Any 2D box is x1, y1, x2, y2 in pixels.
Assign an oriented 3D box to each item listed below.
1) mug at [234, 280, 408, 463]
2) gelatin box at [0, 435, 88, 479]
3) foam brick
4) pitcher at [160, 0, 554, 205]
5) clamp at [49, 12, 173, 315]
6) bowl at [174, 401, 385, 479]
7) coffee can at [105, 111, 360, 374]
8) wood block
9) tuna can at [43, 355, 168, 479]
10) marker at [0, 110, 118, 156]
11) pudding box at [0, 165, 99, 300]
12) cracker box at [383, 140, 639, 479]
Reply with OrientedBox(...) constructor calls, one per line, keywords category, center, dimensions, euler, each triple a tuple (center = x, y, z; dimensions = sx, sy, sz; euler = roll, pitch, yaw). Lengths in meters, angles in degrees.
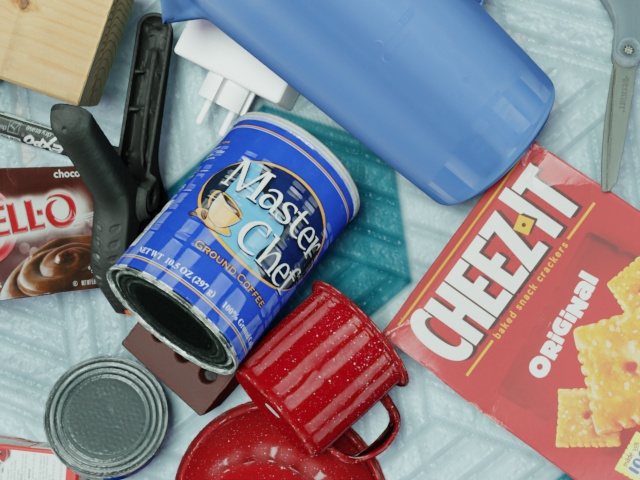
OrientedBox(category="mug", center=(0.005, 0.097, 0.707), dimensions=(0.081, 0.093, 0.117), euler=(-41, 103, -15))
OrientedBox(category="gelatin box", center=(-0.217, 0.184, 0.786), dimensions=(0.089, 0.030, 0.073), euler=(4, 92, 9))
OrientedBox(category="foam brick", center=(-0.089, 0.077, 0.752), dimensions=(0.078, 0.051, 0.053), euler=(40, 97, 7))
OrientedBox(category="pitcher", center=(0.035, -0.144, 0.668), dimensions=(0.242, 0.144, 0.149), euler=(40, 139, -12))
OrientedBox(category="clamp", center=(-0.128, -0.041, 0.728), dimensions=(0.036, 0.164, 0.210), euler=(8, 130, 10))
OrientedBox(category="bowl", center=(-0.034, 0.193, 0.741), dimensions=(0.162, 0.055, 0.162), euler=(0, 89, 10))
OrientedBox(category="coffee can", center=(-0.055, 0.001, 0.693), dimensions=(0.103, 0.103, 0.140), euler=(34, 67, 8))
OrientedBox(category="wood block", center=(-0.237, -0.165, 0.701), dimensions=(0.206, 0.090, 0.091), euler=(20, 97, -5))
OrientedBox(category="tuna can", center=(-0.151, 0.127, 0.756), dimensions=(0.086, 0.034, 0.086), euler=(2, 71, -7))
OrientedBox(category="marker", center=(-0.199, -0.075, 0.788), dimensions=(0.121, 0.020, 0.020), euler=(17, 93, 9))
OrientedBox(category="pudding box", center=(-0.207, -0.005, 0.746), dimensions=(0.039, 0.113, 0.090), euler=(-6, 90, 50))
OrientedBox(category="cracker box", center=(0.174, 0.059, 0.696), dimensions=(0.214, 0.072, 0.164), euler=(36, 95, 9))
